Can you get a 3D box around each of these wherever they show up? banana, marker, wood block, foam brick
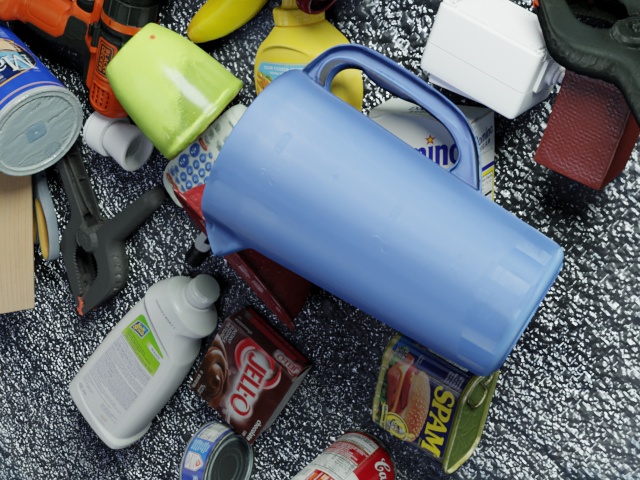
[{"bbox_3d":[-0.062,-0.216,0.845,0.198,0.069,0.037,118,155,-64],"label":"banana"},{"bbox_3d":[-0.101,-0.014,1.014,0.020,0.020,0.121,47,132,11],"label":"marker"},{"bbox_3d":[-0.364,-0.027,1.152,0.090,0.090,0.206,49,140,48],"label":"wood block"},{"bbox_3d":[0.189,-0.084,0.726,0.053,0.051,0.078,31,128,22],"label":"foam brick"}]

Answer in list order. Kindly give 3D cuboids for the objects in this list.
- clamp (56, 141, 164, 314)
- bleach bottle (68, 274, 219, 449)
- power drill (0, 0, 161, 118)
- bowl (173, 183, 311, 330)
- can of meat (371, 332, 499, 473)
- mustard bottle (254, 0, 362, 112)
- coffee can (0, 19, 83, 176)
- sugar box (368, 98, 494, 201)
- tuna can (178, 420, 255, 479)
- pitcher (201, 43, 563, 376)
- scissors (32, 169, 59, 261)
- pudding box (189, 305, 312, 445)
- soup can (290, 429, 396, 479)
[{"bbox_3d":[-0.238,-0.016,1.111,0.165,0.036,0.210,41,131,24],"label":"clamp"},{"bbox_3d":[-0.171,0.119,1.108,0.102,0.067,0.251,51,131,7],"label":"bleach bottle"},{"bbox_3d":[-0.226,-0.228,0.982,0.188,0.057,0.185,37,130,19],"label":"power drill"},{"bbox_3d":[-0.056,0.001,0.930,0.162,0.055,0.162,48,172,8],"label":"bowl"},{"bbox_3d":[0.095,0.132,0.905,0.084,0.057,0.102,28,126,29],"label":"can of meat"},{"bbox_3d":[-0.009,-0.114,0.864,0.096,0.058,0.191,12,119,41],"label":"mustard bottle"},{"bbox_3d":[-0.315,-0.145,1.048,0.140,0.102,0.103,44,132,26],"label":"coffee can"},{"bbox_3d":[0.089,-0.019,0.842,0.093,0.048,0.176,11,119,34],"label":"sugar box"},{"bbox_3d":[-0.104,0.231,1.092,0.034,0.086,0.086,11,118,33],"label":"tuna can"},{"bbox_3d":[0.051,-0.018,0.765,0.243,0.144,0.149,32,136,11],"label":"pitcher"},{"bbox_3d":[-0.309,-0.077,1.148,0.096,0.016,0.202,-6,93,61],"label":"scissors"},{"bbox_3d":[-0.070,0.132,1.048,0.090,0.039,0.114,42,131,14],"label":"pudding box"},{"bbox_3d":[0.015,0.228,0.984,0.069,0.102,0.068,17,121,31],"label":"soup can"}]
